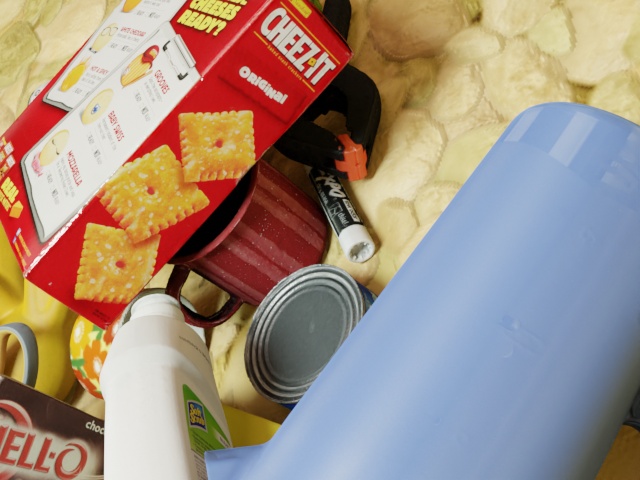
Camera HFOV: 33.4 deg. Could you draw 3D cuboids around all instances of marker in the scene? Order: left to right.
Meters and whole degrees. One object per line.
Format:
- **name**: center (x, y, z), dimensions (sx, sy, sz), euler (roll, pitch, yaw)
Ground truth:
- **marker**: center (0.006, -0.032, 0.682), dimensions (0.020, 0.020, 0.121), euler (-40, 43, 15)

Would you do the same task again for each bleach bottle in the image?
- **bleach bottle**: center (-0.067, 0.133, 0.526), dimensions (0.068, 0.102, 0.251), euler (-21, 46, 7)

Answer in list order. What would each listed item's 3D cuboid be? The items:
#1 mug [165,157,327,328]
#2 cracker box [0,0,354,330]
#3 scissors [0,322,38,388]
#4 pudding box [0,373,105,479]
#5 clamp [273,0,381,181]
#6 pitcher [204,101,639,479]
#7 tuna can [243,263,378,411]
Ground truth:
- **mug**: center (-0.054, 0.001, 0.668), dimensions (0.093, 0.081, 0.117), euler (13, 72, 46)
- **cracker box**: center (-0.101, -0.075, 0.644), dimensions (0.214, 0.072, 0.164), euler (-47, 36, 2)
- **scissors**: center (-0.251, 0.137, 0.736), dimensions (0.096, 0.016, 0.202), euler (32, 107, 19)
- **pudding box**: center (-0.188, 0.140, 0.674), dimensions (0.039, 0.113, 0.090), euler (17, 76, 42)
- **clamp**: center (-0.019, -0.100, 0.714), dimensions (0.120, 0.039, 0.171), euler (-21, 47, 4)
- **pitcher**: center (0.081, 0.067, 0.466), dimensions (0.145, 0.149, 0.242), euler (15, 65, 52)
- **tuna can**: center (-0.001, 0.059, 0.617), dimensions (0.086, 0.033, 0.086), euler (-23, 50, 30)
